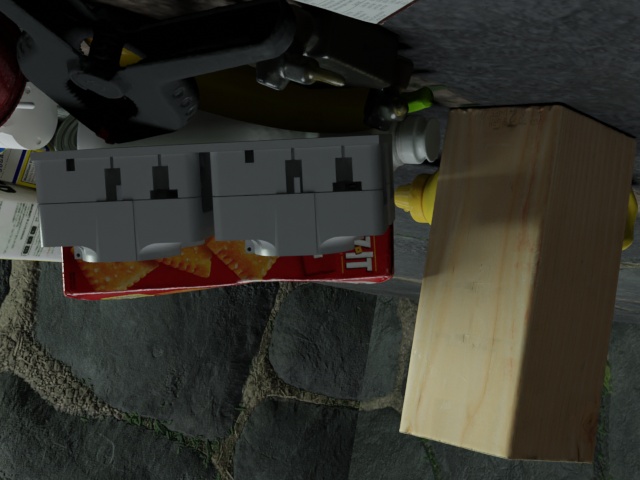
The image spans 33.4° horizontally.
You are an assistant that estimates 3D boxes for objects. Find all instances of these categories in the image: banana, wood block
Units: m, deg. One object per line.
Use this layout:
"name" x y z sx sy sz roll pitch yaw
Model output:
"banana" -0.038 -0.094 0.613 0.197 0.037 0.070 9 156 -10
"wood block" 0.124 0.027 0.670 0.090 0.206 0.090 13 174 -43

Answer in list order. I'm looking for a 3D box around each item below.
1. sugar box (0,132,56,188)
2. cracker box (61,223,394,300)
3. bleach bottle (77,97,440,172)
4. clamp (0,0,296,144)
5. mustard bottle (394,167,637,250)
"sugar box" -0.255 -0.075 1.016 0.175 0.048 0.093 11 -165 -34
"cracker box" -0.055 0.001 0.750 0.214 0.072 0.164 -3 180 4
"bleach bottle" -0.038 -0.069 0.727 0.251 0.068 0.102 4 177 26
"clamp" -0.111 -0.095 0.510 0.164 0.036 0.210 21 165 -11
"mustard bottle" 0.145 -0.029 0.848 0.192 0.058 0.096 7 173 34
